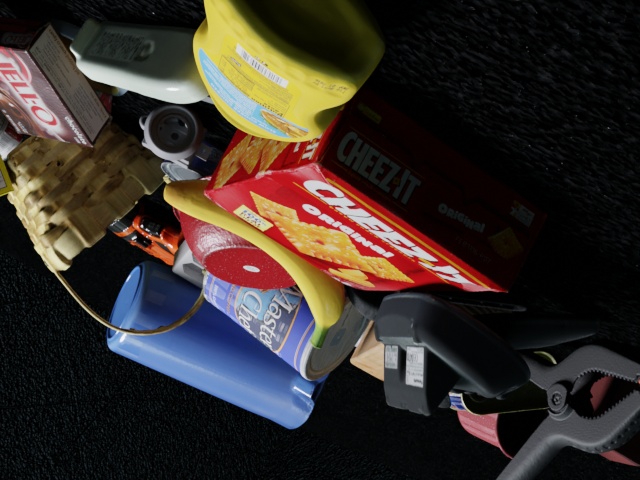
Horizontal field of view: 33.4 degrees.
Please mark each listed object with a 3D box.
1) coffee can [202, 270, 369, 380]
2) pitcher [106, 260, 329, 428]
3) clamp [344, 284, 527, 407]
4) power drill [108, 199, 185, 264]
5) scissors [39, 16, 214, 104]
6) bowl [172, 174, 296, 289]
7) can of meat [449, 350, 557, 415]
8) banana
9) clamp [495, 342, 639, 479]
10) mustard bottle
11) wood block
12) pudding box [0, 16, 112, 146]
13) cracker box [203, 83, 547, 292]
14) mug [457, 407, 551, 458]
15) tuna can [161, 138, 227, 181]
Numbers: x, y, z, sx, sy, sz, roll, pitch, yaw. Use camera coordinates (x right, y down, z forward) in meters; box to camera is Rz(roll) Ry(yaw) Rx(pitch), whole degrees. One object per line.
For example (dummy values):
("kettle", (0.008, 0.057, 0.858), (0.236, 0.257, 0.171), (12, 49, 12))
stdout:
("coffee can", (-0.033, 0.058, 1.069), (0.140, 0.103, 0.102), (35, 171, 24))
("pitcher", (-0.116, 0.113, 1.223), (0.242, 0.145, 0.149), (24, 139, -19))
("clamp", (0.076, 0.057, 0.904), (0.171, 0.120, 0.039), (30, 161, 8))
("power drill", (-0.188, -0.011, 1.298), (0.188, 0.057, 0.184), (18, 168, 45))
("scissors", (-0.137, -0.123, 0.849), (0.202, 0.016, 0.096), (27, 164, 11))
("bowl", (-0.056, 0.001, 0.953), (0.162, 0.055, 0.162), (6, 155, 3))
("can of meat", (0.179, 0.144, 1.083), (0.102, 0.057, 0.084), (-5, 174, -9))
("banana", (-0.040, 0.008, 0.881), (0.197, 0.069, 0.037), (47, -176, -18))
("clamp", (0.216, 0.135, 0.947), (0.036, 0.164, 0.210), (16, 148, -35))
("mustard bottle", (-0.028, -0.102, 0.620), (0.096, 0.058, 0.192), (36, 166, -4))
("wood block", (0.102, 0.091, 1.027), (0.090, 0.090, 0.206), (28, 167, -1))
("pudding box", (-0.234, -0.130, 0.868), (0.090, 0.039, 0.113), (13, 151, 31))
("cracker box", (0.029, -0.026, 0.767), (0.164, 0.072, 0.214), (32, 166, -20))
("mug", (0.219, 0.190, 1.208), (0.117, 0.093, 0.082), (-7, -169, -29))
("tuna can", (-0.100, -0.062, 0.975), (0.086, 0.033, 0.086), (26, 167, 6))
